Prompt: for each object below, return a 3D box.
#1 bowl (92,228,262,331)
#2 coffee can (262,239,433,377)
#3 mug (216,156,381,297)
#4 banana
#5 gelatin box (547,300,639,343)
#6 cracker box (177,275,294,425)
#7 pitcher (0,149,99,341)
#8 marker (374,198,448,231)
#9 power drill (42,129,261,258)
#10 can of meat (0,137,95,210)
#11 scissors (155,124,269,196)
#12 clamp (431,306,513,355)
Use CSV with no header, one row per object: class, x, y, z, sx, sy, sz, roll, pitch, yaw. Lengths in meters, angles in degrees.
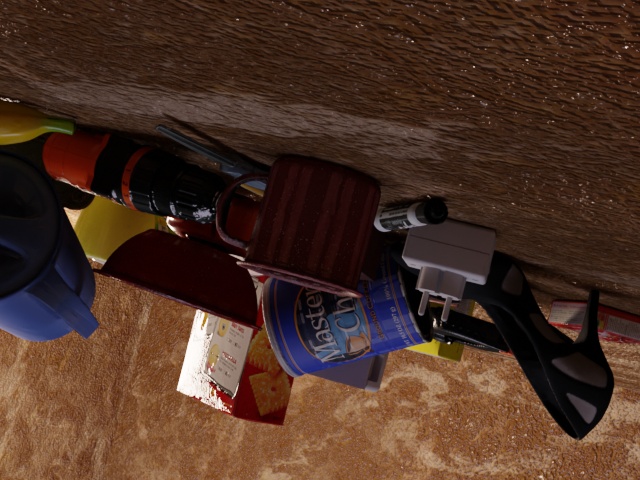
bowl,-0.120,0.030,0.962,0.162,0.055,0.162,19,174,2
coffee can,0.027,0.067,1.038,0.140,0.103,0.102,-16,164,16
mug,-0.016,-0.013,0.761,0.117,0.081,0.093,15,174,5
banana,-0.277,-0.094,0.886,0.069,0.037,0.198,22,171,-38
gelatin box,0.299,0.089,1.160,0.073,0.030,0.089,17,174,-13
cracker box,-0.078,0.086,1.203,0.072,0.213,0.164,16,175,-28
pitcher,-0.272,0.026,0.977,0.145,0.149,0.243,-4,164,-2
marker,0.067,-0.019,0.802,0.020,0.020,0.121,17,174,-14
power drill,-0.115,-0.036,0.901,0.185,0.057,0.187,20,174,31
can of meat,-0.267,-0.065,1.042,0.102,0.057,0.084,16,176,-11
scissors,-0.045,-0.050,0.801,0.096,0.016,0.201,16,176,14
clamp,0.125,0.089,1.169,0.164,0.036,0.210,24,171,-36
